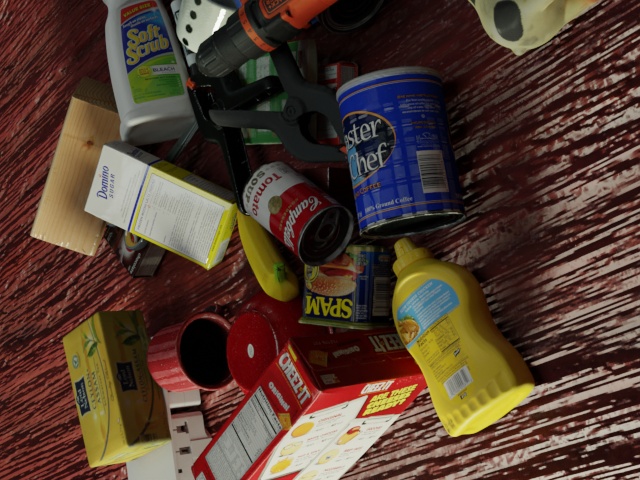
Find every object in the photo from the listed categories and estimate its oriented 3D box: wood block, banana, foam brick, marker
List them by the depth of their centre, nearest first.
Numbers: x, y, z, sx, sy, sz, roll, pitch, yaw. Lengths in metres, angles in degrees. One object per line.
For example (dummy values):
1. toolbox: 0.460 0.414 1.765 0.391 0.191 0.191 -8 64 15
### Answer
1. foam brick: 0.001 -0.049 1.129 0.078 0.052 0.051 -1 89 46
2. banana: -0.055 0.020 1.173 0.198 0.037 0.069 -130 32 -63
3. marker: -0.164 -0.246 1.333 0.020 0.020 0.121 -34 65 42
4. wood block: -0.306 -0.097 1.413 0.090 0.090 0.206 -92 23 -64

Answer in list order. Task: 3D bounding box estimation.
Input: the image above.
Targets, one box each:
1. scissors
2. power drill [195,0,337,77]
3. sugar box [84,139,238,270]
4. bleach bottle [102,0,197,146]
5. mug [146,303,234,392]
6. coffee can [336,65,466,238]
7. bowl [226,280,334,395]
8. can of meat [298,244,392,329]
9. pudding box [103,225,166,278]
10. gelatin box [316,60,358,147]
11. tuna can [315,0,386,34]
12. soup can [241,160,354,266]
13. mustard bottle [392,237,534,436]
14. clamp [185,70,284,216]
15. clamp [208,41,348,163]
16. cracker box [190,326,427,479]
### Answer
1. scissors: -0.199 -0.062 1.327 0.202 0.016 0.096 -35 63 31
2. power drill: -0.074 -0.275 1.055 0.185 0.057 0.188 -29 76 24
3. sugar box: -0.188 -0.044 1.281 0.176 0.048 0.093 27 111 12
4. bleach bottle: -0.231 -0.245 1.346 0.068 0.102 0.251 118 136 -61
5. mug: -0.150 0.126 1.274 0.082 0.093 0.117 -19 43 48
6. coffee can: 0.076 -0.081 1.009 0.103 0.102 0.140 -19 76 46
7. bowl: -0.056 0.122 1.188 0.162 0.055 0.162 -1 89 48
8. can of meat: 0.027 0.046 1.097 0.102 0.057 0.084 2 89 47
9. pudding box: -0.231 -0.021 1.391 0.090 0.039 0.114 49 123 36
10. gelatin box: 0.007 -0.142 1.138 0.073 0.030 0.089 -1 89 50
11. tuna can: 0.028 -0.252 1.075 0.034 0.085 0.086 54 126 31
12. soup can: -0.024 -0.029 1.066 0.102 0.068 0.068 40 118 39
13. mustard bottle: 0.117 0.078 0.996 0.096 0.058 0.192 -48 57 37
14. clamp: -0.105 -0.133 1.229 0.210 0.036 0.165 39 124 52
15. clamp: -0.033 -0.127 1.087 0.171 0.039 0.120 46 116 14
16. cracker box: -0.010 0.177 1.057 0.214 0.163 0.072 -54 55 33
